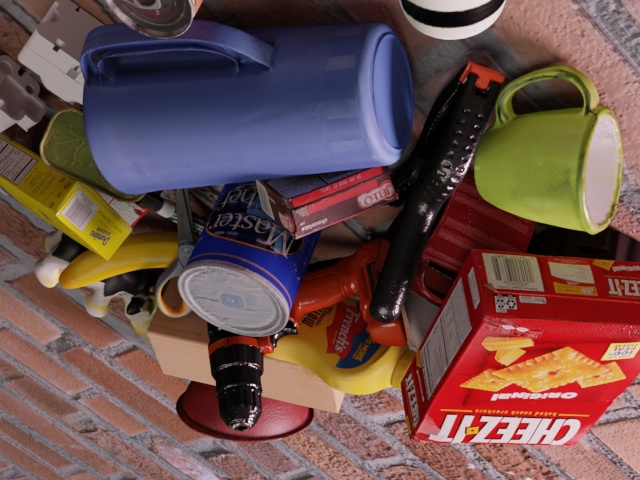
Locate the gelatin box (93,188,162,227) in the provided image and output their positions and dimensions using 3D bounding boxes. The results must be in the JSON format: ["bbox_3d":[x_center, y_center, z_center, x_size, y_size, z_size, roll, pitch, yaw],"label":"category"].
[{"bbox_3d":[-0.206,-0.051,1.075,0.073,0.030,0.089,35,143,-15],"label":"gelatin box"}]

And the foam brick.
[{"bbox_3d":[0.096,0.014,0.968,0.078,0.053,0.051,30,146,11],"label":"foam brick"}]

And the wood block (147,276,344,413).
[{"bbox_3d":[-0.071,0.108,1.162,0.206,0.090,0.091,10,143,15],"label":"wood block"}]

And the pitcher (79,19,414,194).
[{"bbox_3d":[-0.059,-0.111,0.834,0.243,0.149,0.145,-2,107,24],"label":"pitcher"}]

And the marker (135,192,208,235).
[{"bbox_3d":[-0.134,-0.023,1.054,0.020,0.020,0.121,-18,146,42],"label":"marker"}]

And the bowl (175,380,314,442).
[{"bbox_3d":[-0.085,0.172,1.234,0.162,0.162,0.055,10,109,16],"label":"bowl"}]

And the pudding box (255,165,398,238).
[{"bbox_3d":[0.001,-0.044,0.876,0.114,0.090,0.039,-138,29,-66],"label":"pudding box"}]

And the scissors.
[{"bbox_3d":[-0.115,0.013,1.069,0.096,0.016,0.202,7,136,-16],"label":"scissors"}]

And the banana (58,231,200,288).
[{"bbox_3d":[-0.173,0.023,1.111,0.197,0.037,0.070,3,107,-5],"label":"banana"}]

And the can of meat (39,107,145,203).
[{"bbox_3d":[-0.194,-0.081,0.973,0.102,0.057,0.084,26,-171,-4],"label":"can of meat"}]

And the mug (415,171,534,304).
[{"bbox_3d":[0.122,-0.001,0.900,0.081,0.117,0.093,24,173,-12],"label":"mug"}]

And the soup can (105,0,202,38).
[{"bbox_3d":[-0.104,-0.203,0.758,0.068,0.102,0.068,14,144,10],"label":"soup can"}]

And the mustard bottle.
[{"bbox_3d":[0.025,0.100,1.061,0.192,0.096,0.058,24,146,21],"label":"mustard bottle"}]

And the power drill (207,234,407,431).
[{"bbox_3d":[-0.017,0.079,1.007,0.188,0.184,0.057,-12,148,6],"label":"power drill"}]

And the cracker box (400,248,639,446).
[{"bbox_3d":[0.176,0.100,0.902,0.164,0.072,0.214,4,142,-11],"label":"cracker box"}]

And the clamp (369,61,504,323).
[{"bbox_3d":[0.085,-0.045,0.841,0.036,0.164,0.210,18,136,-11],"label":"clamp"}]

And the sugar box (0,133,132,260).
[{"bbox_3d":[-0.271,-0.050,1.030,0.176,0.048,0.093,25,163,34],"label":"sugar box"}]

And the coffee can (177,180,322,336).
[{"bbox_3d":[-0.056,0.001,0.969,0.103,0.140,0.103,14,144,10],"label":"coffee can"}]
